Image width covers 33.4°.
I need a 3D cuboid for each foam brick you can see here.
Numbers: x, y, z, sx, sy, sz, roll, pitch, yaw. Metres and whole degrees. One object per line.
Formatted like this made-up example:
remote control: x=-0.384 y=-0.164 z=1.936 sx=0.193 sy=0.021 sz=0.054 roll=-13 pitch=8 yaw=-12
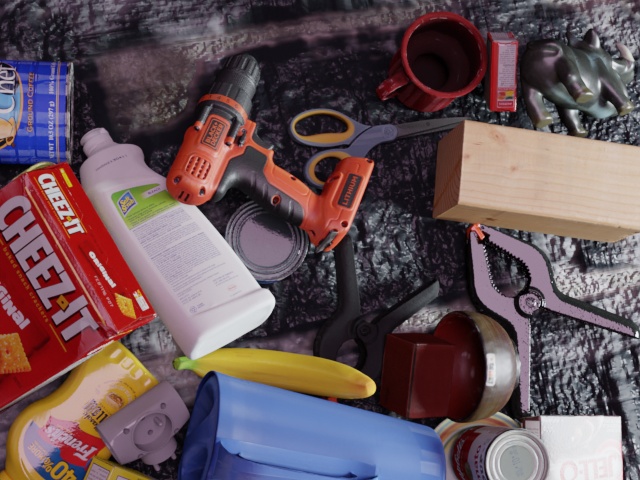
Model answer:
foam brick: x=0.097 y=0.135 z=1.078 sx=0.051 sy=0.053 sz=0.078 roll=2 pitch=98 yaw=-30

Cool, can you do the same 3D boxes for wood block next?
wood block: x=0.233 y=-0.059 z=1.131 sx=0.206 sy=0.091 sz=0.090 roll=7 pitch=80 yaw=-10

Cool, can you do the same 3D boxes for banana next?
banana: x=-0.043 y=0.132 z=1.053 sx=0.198 sy=0.069 sz=0.037 roll=5 pitch=102 yaw=5

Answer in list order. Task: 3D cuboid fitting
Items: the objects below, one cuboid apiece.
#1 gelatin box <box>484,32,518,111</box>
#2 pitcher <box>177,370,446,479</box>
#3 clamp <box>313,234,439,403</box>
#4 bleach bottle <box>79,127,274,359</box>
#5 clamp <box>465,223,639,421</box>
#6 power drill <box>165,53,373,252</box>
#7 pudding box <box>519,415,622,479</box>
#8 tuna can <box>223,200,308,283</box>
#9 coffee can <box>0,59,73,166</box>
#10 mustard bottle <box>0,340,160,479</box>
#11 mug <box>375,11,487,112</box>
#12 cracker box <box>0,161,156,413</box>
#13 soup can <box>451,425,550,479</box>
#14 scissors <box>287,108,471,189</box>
gelatin box: x=0.192 y=-0.180 z=1.132 sx=0.030 sy=0.089 sz=0.073 roll=1 pitch=107 yaw=5
pitcher: x=-0.005 y=0.212 z=1.008 sx=0.242 sy=0.145 sz=0.149 roll=13 pitch=42 yaw=-16
clamp: x=0.035 y=0.082 z=1.097 sx=0.120 sy=0.039 sz=0.171 roll=34 pitch=77 yaw=-4
bleach bottle: x=-0.154 y=-0.010 z=1.051 sx=0.102 sy=0.068 sz=0.251 roll=-27 pitch=72 yaw=-27
clamp: x=0.230 y=0.065 z=1.136 sx=0.164 sy=0.036 sz=0.210 roll=-28 pitch=86 yaw=-7
power drill: x=-0.044 y=-0.085 z=1.075 sx=0.187 sy=0.057 sz=0.184 roll=26 pitch=61 yaw=-8
pudding box: x=0.260 y=0.226 z=1.104 sx=0.113 sy=0.039 sz=0.090 roll=5 pitch=79 yaw=-25
tuna can: x=-0.057 y=0.001 z=1.096 sx=0.086 sy=0.034 sz=0.086 roll=2 pitch=81 yaw=-10
coffee can: x=-0.312 y=-0.125 z=1.034 sx=0.140 sy=0.103 sz=0.103 roll=1 pitch=81 yaw=-11
mustard bottle: x=-0.240 y=0.187 z=1.019 sx=0.191 sy=0.058 sz=0.096 roll=-44 pitch=107 yaw=-13
mug: x=0.110 y=-0.179 z=1.132 sx=0.117 sy=0.081 sz=0.093 roll=-31 pitch=88 yaw=-14
cracker box: x=-0.280 y=0.054 z=0.969 sx=0.214 sy=0.072 sz=0.164 roll=-31 pitch=89 yaw=26
soup can: x=0.176 y=0.217 z=1.047 sx=0.068 sy=0.102 sz=0.068 roll=2 pitch=81 yaw=-11
scissors: x=0.064 y=-0.096 z=1.144 sx=0.201 sy=0.016 sz=0.096 roll=5 pitch=82 yaw=-9
